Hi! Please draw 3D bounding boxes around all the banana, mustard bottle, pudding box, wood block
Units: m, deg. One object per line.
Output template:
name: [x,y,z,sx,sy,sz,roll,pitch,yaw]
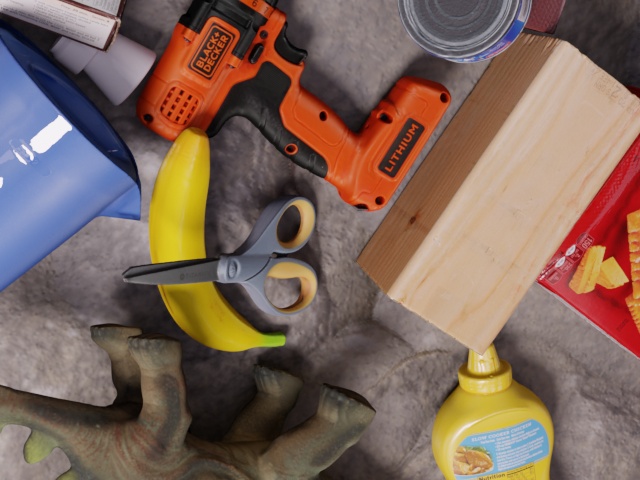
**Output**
banana: [-0.083,0.014,0.737,0.069,0.037,0.198,-32,131,-17]
mustard bottle: [0.137,0.168,0.841,0.096,0.058,0.191,-12,108,-9]
pudding box: [-0.170,-0.177,0.653,0.113,0.039,0.090,18,60,-16]
wood block: [0.127,-0.037,0.763,0.090,0.091,0.206,32,96,-19]

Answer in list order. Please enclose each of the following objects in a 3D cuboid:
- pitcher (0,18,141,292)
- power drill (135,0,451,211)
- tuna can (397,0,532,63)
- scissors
pitcher: [-0.246,-0.020,0.660,0.243,0.149,0.145,-40,153,3]
power drill: [-0.007,-0.119,0.726,0.187,0.057,0.184,29,98,-18]
tuna can: [0.095,-0.162,0.708,0.086,0.033,0.086,3,97,22]
scissors: [-0.055,0.001,0.709,0.201,0.016,0.096,25,75,-57]
